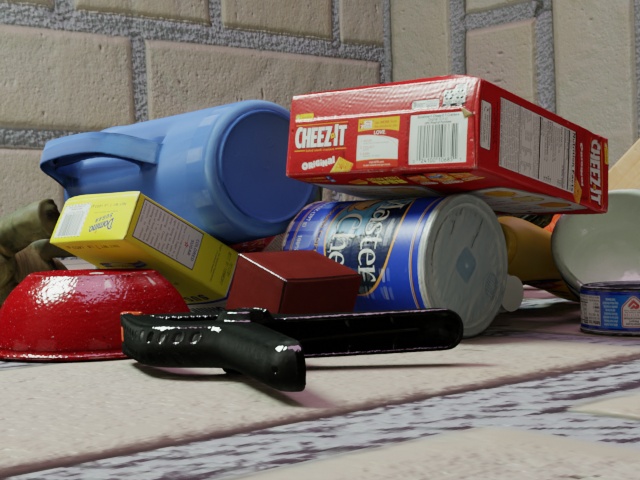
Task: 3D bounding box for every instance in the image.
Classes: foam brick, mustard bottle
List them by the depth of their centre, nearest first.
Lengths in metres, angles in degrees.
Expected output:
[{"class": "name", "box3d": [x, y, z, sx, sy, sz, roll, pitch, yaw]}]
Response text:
[{"class": "foam brick", "box3d": [-0.019, 0.040, 0.733, 0.051, 0.053, 0.078, 27, 19, 39]}, {"class": "mustard bottle", "box3d": [0.193, 0.016, 0.955, 0.096, 0.058, 0.191, 9, -4, 44]}]

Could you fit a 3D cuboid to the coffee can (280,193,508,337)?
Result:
[{"class": "coffee can", "box3d": [0.054, 0.018, 0.802, 0.141, 0.103, 0.102, -1, 1, 43]}]

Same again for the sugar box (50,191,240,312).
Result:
[{"class": "sugar box", "box3d": [-0.117, 0.019, 0.853, 0.094, 0.048, 0.176, -2, -27, 42]}]

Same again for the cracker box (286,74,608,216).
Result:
[{"class": "cracker box", "box3d": [0.103, -0.066, 0.823, 0.164, 0.072, 0.213, 0, -7, 38]}]

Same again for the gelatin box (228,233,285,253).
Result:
[{"class": "gelatin box", "box3d": [-0.056, 0.001, 0.964, 0.030, 0.073, 0.089, 47, -14, -26]}]

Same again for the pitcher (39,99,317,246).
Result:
[{"class": "pitcher", "box3d": [-0.120, -0.052, 0.910, 0.149, 0.145, 0.243, -32, 15, -34]}]

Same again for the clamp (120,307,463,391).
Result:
[{"class": "clamp", "box3d": [-0.033, 0.057, 0.624, 0.210, 0.036, 0.164, -1, 2, 44]}]

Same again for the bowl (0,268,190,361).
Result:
[{"class": "bowl", "box3d": [-0.162, 0.050, 0.766, 0.162, 0.055, 0.162, -1, 1, 0]}]
